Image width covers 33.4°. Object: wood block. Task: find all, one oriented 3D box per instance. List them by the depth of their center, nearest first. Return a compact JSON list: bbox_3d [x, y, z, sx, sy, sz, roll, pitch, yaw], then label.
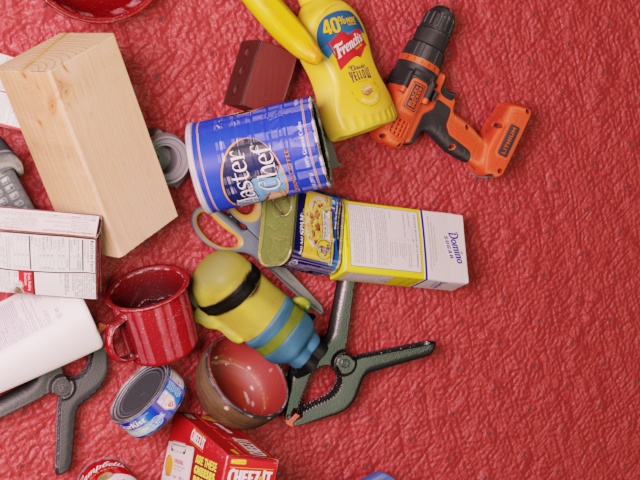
[{"bbox_3d":[-0.234,-0.097,1.083,0.090,0.090,0.206,-40,126,-38],"label":"wood block"}]

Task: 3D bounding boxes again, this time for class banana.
[{"bbox_3d":[-0.066,-0.268,1.171,0.037,0.069,0.198,-38,95,2],"label":"banana"}]

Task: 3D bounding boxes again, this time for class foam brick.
[{"bbox_3d":[-0.068,-0.182,1.203,0.051,0.053,0.078,17,90,-27],"label":"foam brick"}]

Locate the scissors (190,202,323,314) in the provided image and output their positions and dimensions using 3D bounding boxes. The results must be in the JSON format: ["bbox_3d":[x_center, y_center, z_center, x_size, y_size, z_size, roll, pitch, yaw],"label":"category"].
[{"bbox_3d":[-0.058,0.002,1.251,0.201,0.016,0.096,29,82,-23],"label":"scissors"}]

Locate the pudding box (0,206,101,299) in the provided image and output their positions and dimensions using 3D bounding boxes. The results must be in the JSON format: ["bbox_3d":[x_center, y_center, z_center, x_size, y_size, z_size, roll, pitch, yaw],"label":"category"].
[{"bbox_3d":[-0.275,0.013,1.063,0.113,0.039,0.090,4,132,-8],"label":"pudding box"}]

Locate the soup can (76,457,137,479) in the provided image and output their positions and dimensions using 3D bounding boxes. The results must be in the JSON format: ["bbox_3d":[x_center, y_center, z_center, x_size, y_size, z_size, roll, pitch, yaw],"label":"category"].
[{"bbox_3d":[-0.225,0.288,1.173,0.068,0.102,0.068,-4,100,-25],"label":"soup can"}]

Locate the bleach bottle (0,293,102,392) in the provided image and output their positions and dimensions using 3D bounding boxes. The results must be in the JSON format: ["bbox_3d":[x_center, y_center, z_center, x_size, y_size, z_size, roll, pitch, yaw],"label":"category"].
[{"bbox_3d":[-0.357,0.120,1.095,0.250,0.103,0.068,-25,132,-14],"label":"bleach bottle"}]

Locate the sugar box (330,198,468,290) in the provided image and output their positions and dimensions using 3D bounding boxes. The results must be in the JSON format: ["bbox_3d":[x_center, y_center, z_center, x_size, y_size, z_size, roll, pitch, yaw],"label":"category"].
[{"bbox_3d":[0.095,0.007,1.302,0.176,0.048,0.093,8,69,-29],"label":"sugar box"}]

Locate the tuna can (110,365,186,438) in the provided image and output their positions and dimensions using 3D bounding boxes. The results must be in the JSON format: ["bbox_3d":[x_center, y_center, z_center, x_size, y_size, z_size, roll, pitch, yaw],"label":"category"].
[{"bbox_3d":[-0.190,0.176,1.182,0.086,0.086,0.033,-48,116,-12],"label":"tuna can"}]

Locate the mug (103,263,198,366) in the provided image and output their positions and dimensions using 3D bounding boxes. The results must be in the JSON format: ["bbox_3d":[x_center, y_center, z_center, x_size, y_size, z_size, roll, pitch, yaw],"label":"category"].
[{"bbox_3d":[-0.187,0.089,1.159,0.117,0.093,0.081,-39,130,-41],"label":"mug"}]

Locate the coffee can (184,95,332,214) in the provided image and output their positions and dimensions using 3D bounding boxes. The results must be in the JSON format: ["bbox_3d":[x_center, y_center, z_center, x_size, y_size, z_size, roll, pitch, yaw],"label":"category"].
[{"bbox_3d":[-0.066,-0.093,1.160,0.140,0.103,0.103,-12,105,6],"label":"coffee can"}]

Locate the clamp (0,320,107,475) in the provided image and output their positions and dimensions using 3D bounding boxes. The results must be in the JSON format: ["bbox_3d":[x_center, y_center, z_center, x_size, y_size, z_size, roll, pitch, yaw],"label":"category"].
[{"bbox_3d":[-0.294,0.158,1.155,0.120,0.039,0.171,29,79,-31],"label":"clamp"}]

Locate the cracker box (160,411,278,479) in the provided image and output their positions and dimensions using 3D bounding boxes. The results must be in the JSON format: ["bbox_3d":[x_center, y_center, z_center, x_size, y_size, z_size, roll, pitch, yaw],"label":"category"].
[{"bbox_3d":[-0.126,0.319,1.192,0.072,0.164,0.214,11,93,-29],"label":"cracker box"}]

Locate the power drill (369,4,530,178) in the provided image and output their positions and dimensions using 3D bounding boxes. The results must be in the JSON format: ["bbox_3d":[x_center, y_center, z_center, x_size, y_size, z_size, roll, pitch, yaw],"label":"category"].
[{"bbox_3d":[0.167,-0.173,1.319,0.187,0.057,0.184,26,90,-24],"label":"power drill"}]

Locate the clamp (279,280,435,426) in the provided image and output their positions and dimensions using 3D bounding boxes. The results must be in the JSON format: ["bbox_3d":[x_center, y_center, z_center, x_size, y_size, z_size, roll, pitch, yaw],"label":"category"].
[{"bbox_3d":[0.022,0.137,1.306,0.210,0.036,0.164,-40,103,-11],"label":"clamp"}]

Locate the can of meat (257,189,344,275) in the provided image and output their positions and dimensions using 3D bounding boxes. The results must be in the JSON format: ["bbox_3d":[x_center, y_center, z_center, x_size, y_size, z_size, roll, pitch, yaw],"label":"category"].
[{"bbox_3d":[-0.020,-0.013,1.234,0.083,0.058,0.102,14,75,-41],"label":"can of meat"}]

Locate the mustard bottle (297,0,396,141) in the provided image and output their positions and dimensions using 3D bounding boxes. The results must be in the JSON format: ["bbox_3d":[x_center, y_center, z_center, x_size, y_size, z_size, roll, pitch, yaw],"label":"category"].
[{"bbox_3d":[0.018,-0.215,1.223,0.096,0.058,0.191,-22,92,-40],"label":"mustard bottle"}]
